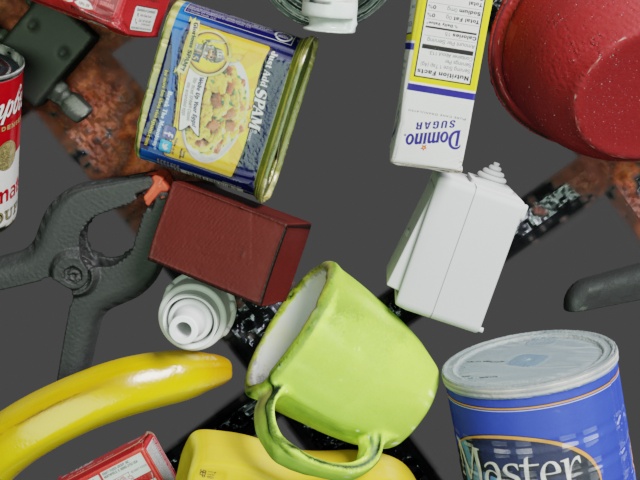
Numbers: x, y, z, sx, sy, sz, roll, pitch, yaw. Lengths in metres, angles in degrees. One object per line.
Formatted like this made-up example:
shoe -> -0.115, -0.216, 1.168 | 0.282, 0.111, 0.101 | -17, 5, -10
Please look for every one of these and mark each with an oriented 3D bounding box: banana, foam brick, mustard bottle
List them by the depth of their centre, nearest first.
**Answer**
foam brick -> -0.054, 0.001, 0.639 | 0.078, 0.053, 0.051 | 21, 97, 15
mustard bottle -> 0.005, 0.170, 0.660 | 0.191, 0.058, 0.096 | 9, 119, -13
banana -> -0.152, 0.111, 0.664 | 0.198, 0.069, 0.037 | -29, 57, 1

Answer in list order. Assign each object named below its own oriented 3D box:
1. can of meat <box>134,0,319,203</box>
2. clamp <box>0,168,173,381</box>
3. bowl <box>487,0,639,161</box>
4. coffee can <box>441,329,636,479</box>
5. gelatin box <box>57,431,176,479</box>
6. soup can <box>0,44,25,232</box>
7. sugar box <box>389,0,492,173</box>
can of meat -> -0.056, -0.083, 0.632 | 0.084, 0.057, 0.102 | 18, 100, 2
clamp -> -0.148, 0.028, 0.668 | 0.171, 0.039, 0.120 | -35, 108, 11
bowl -> 0.175, -0.095, 0.574 | 0.162, 0.055, 0.162 | -3, 136, -3
coffee can -> 0.135, 0.135, 0.635 | 0.103, 0.103, 0.140 | -11, 99, 5
gelatin box -> -0.122, 0.180, 0.697 | 0.073, 0.030, 0.089 | -28, 98, 9
soup can -> -0.211, -0.060, 0.628 | 0.068, 0.068, 0.102 | 12, 117, 1
sugar box -> 0.073, -0.130, 0.597 | 0.048, 0.093, 0.176 | 7, 101, 2
